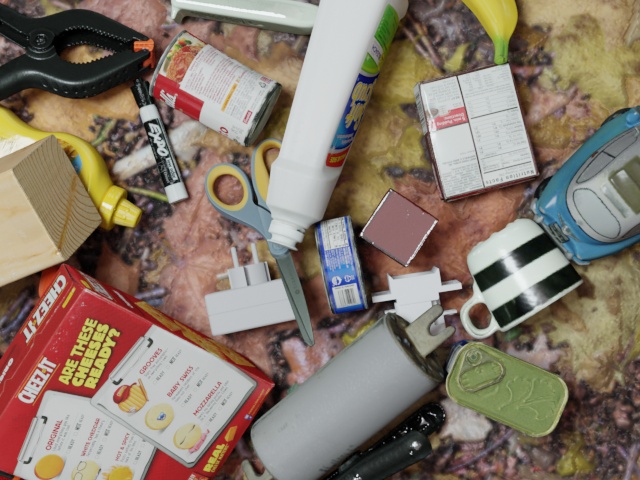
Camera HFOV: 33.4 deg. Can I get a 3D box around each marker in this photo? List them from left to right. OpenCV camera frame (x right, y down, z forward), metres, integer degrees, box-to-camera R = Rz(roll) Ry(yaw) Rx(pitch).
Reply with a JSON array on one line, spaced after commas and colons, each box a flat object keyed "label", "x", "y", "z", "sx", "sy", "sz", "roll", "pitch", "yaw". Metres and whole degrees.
[{"label": "marker", "x": -0.151, "y": -0.094, "z": 0.995, "sx": 0.020, "sy": 0.020, "sz": 0.121, "roll": -19, "pitch": 89, "yaw": 1}]

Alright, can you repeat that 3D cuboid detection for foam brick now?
[{"label": "foam brick", "x": 0.069, "y": -0.011, "z": 0.958, "sx": 0.051, "sy": 0.078, "sz": 0.053, "roll": 33, "pitch": 93, "yaw": 1}]

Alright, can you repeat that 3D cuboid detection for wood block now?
[{"label": "wood block", "x": -0.309, "y": -0.003, "z": 0.926, "sx": 0.206, "sy": 0.090, "sz": 0.090, "roll": -20, "pitch": 109, "yaw": 19}]

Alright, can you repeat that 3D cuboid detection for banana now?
[{"label": "banana", "x": 0.109, "y": -0.243, "z": 0.970, "sx": 0.198, "sy": 0.037, "sz": 0.069, "roll": 38, "pitch": 56, "yaw": 8}]

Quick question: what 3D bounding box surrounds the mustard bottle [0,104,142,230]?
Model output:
[{"label": "mustard bottle", "x": -0.254, "y": -0.057, "z": 0.978, "sx": 0.191, "sy": 0.058, "sz": 0.096, "roll": 23, "pitch": 92, "yaw": 2}]

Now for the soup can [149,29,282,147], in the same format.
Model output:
[{"label": "soup can", "x": -0.094, "y": -0.137, "z": 0.969, "sx": 0.102, "sy": 0.068, "sz": 0.068, "roll": 29, "pitch": 90, "yaw": 1}]

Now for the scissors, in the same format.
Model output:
[{"label": "scissors", "x": -0.056, "y": 0.001, "z": 0.959, "sx": 0.096, "sy": 0.016, "sz": 0.202, "roll": -4, "pitch": 68, "yaw": 5}]

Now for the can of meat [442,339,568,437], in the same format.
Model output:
[{"label": "can of meat", "x": 0.160, "y": 0.127, "z": 0.950, "sx": 0.102, "sy": 0.084, "sz": 0.057, "roll": 23, "pitch": 90, "yaw": 2}]

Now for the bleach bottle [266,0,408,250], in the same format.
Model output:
[{"label": "bleach bottle", "x": 0.007, "y": -0.113, "z": 0.939, "sx": 0.068, "sy": 0.102, "sz": 0.251, "roll": 17, "pitch": 86, "yaw": 14}]

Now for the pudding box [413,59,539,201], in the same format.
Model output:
[{"label": "pudding box", "x": 0.142, "y": -0.100, "z": 0.976, "sx": 0.090, "sy": 0.039, "sz": 0.113, "roll": -14, "pitch": 91, "yaw": 0}]

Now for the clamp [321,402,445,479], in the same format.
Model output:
[{"label": "clamp", "x": 0.043, "y": 0.203, "z": 0.958, "sx": 0.172, "sy": 0.120, "sz": 0.039, "roll": -36, "pitch": 81, "yaw": 22}]

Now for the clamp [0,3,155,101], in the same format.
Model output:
[{"label": "clamp", "x": -0.259, "y": -0.180, "z": 0.977, "sx": 0.210, "sy": 0.036, "sz": 0.164, "roll": -7, "pitch": 63, "yaw": -9}]

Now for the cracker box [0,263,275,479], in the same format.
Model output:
[{"label": "cracker box", "x": -0.170, "y": 0.139, "z": 0.915, "sx": 0.213, "sy": 0.072, "sz": 0.164, "roll": 33, "pitch": 91, "yaw": -35}]

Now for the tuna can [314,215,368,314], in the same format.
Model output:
[{"label": "tuna can", "x": 0.019, "y": 0.022, "z": 0.955, "sx": 0.034, "sy": 0.086, "sz": 0.086, "roll": -11, "pitch": 89, "yaw": 3}]
